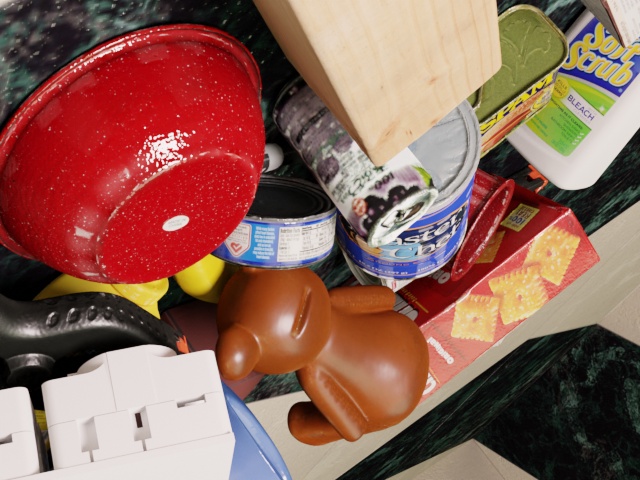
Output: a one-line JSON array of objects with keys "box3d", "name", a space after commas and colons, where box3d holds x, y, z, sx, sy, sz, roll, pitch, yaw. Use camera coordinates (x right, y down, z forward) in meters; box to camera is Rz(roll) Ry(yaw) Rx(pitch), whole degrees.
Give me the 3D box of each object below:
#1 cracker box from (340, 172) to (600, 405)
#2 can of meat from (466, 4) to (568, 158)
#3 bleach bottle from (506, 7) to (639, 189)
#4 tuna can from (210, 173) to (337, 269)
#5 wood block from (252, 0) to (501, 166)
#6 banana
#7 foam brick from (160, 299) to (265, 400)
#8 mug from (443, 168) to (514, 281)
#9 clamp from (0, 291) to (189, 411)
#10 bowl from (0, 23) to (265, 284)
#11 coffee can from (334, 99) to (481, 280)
[{"box3d": [0.124, 0.036, 0.990, 0.213, 0.072, 0.164, -37, -157, -4], "name": "cracker box"}, {"box3d": [0.126, -0.111, 0.781, 0.102, 0.057, 0.084, -37, 164, -4], "name": "can of meat"}, {"box3d": [0.243, -0.162, 0.843, 0.067, 0.103, 0.251, -12, 143, -43], "name": "bleach bottle"}, {"box3d": [-0.033, -0.013, 0.656, 0.085, 0.086, 0.034, -18, 121, -47], "name": "tuna can"}, {"box3d": [0.019, -0.122, 0.488, 0.090, 0.091, 0.206, -39, 162, 1], "name": "wood block"}, {"box3d": [-0.063, 0.016, 0.764, 0.070, 0.037, 0.197, -57, 158, 14], "name": "banana"}, {"box3d": [-0.090, 0.091, 0.823, 0.051, 0.078, 0.053, -21, 157, -45], "name": "foam brick"}, {"box3d": [0.090, -0.022, 0.847, 0.117, 0.081, 0.093, -39, 154, -46], "name": "mug"}, {"box3d": [-0.161, 0.053, 0.566, 0.209, 0.036, 0.165, 1, 141, -28], "name": "clamp"}, {"box3d": [-0.085, -0.029, 0.540, 0.162, 0.055, 0.162, -29, 152, -17], "name": "bowl"}, {"box3d": [0.054, -0.041, 0.736, 0.102, 0.103, 0.140, -36, 162, -8], "name": "coffee can"}]
